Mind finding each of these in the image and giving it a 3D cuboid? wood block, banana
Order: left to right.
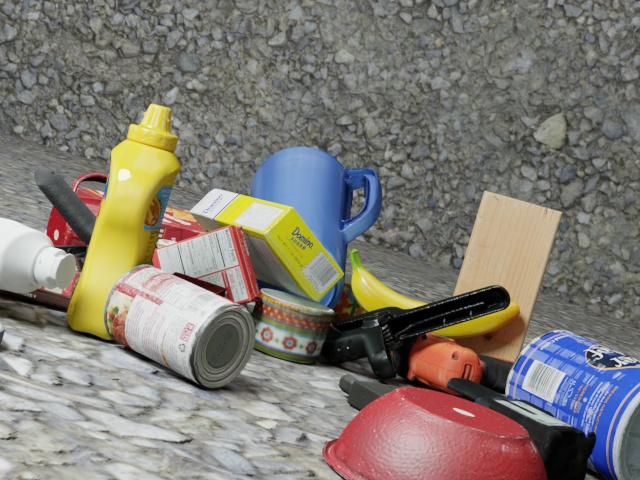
[{"bbox_3d":[0.115,0.072,1.166,0.198,0.070,0.037,18,14,7],"label":"banana"},{"bbox_3d":[0.202,0.054,1.217,0.091,0.206,0.090,17,4,11],"label":"wood block"}]

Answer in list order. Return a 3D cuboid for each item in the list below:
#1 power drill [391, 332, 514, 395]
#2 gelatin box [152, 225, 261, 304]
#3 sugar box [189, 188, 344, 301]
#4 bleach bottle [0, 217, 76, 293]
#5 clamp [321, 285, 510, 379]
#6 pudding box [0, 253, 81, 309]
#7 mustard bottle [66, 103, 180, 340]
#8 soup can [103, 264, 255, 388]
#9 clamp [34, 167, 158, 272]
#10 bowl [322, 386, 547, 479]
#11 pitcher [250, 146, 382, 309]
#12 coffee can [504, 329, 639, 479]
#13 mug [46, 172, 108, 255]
[{"bbox_3d":[0.160,0.131,1.096,0.187,0.057,0.185,13,2,-23],"label":"power drill"},{"bbox_3d":[-0.106,0.032,0.995,0.089,0.073,0.030,-17,-5,16],"label":"gelatin box"},{"bbox_3d":[-0.057,0.001,1.063,0.093,0.048,0.176,54,-16,-26],"label":"sugar box"},{"bbox_3d":[-0.313,-0.004,0.840,0.251,0.068,0.102,14,3,16],"label":"bleach bottle"},{"bbox_3d":[0.056,0.092,1.012,0.164,0.036,0.210,-26,9,-40],"label":"clamp"},{"bbox_3d":[-0.262,0.025,0.951,0.090,0.039,0.114,16,4,-16],"label":"pudding box"},{"bbox_3d":[-0.156,-0.018,0.881,0.058,0.192,0.096,16,4,1],"label":"mustard bottle"},{"bbox_3d":[-0.108,0.065,0.822,0.102,0.068,0.068,20,6,36],"label":"soup can"},{"bbox_3d":[-0.215,0.001,1.025,0.171,0.120,0.039,18,40,-5],"label":"clamp"},{"bbox_3d":[0.085,0.138,0.706,0.162,0.055,0.162,17,4,-1],"label":"bowl"},{"bbox_3d":[-0.016,-0.011,1.276,0.145,0.149,0.243,23,26,-11],"label":"pitcher"},{"bbox_3d":[0.240,0.144,0.905,0.102,0.103,0.140,14,5,-31],"label":"coffee can"},{"bbox_3d":[-0.235,-0.015,1.110,0.081,0.117,0.093,9,-17,-29],"label":"mug"}]
